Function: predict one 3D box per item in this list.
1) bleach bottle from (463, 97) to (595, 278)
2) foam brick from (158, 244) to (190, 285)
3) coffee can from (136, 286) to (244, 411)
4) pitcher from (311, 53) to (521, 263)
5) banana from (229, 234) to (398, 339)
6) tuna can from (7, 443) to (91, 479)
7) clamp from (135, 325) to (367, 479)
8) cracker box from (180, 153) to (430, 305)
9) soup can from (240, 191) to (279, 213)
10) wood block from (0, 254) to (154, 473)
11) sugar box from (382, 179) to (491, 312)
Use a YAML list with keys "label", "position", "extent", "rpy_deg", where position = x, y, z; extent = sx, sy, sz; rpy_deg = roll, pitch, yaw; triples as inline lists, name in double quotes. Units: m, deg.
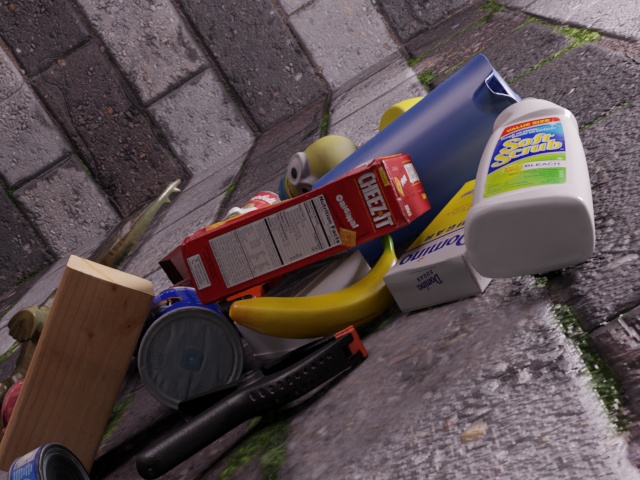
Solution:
- label: "bleach bottle"
  position: [0.177, -0.062, 0.923]
  extent: [0.103, 0.068, 0.250]
  rpy_deg: [-9, 28, 13]
- label: "foam brick"
  position: [-0.186, 0.045, 1.539]
  extent: [0.053, 0.078, 0.051]
  rpy_deg: [-41, 14, -26]
- label: "coffee can"
  position: [-0.137, 0.108, 1.093]
  extent: [0.102, 0.103, 0.140]
  rpy_deg: [-34, 11, -6]
- label: "pitcher"
  position: [0.118, -0.079, 1.171]
  extent: [0.243, 0.149, 0.145]
  rpy_deg: [-35, 26, 7]
- label: "banana"
  position: [0.010, 0.055, 0.975]
  extent: [0.197, 0.070, 0.037]
  rpy_deg: [-22, -35, -37]
- label: "tuna can"
  position: [-0.229, 0.219, 0.921]
  extent: [0.034, 0.086, 0.086]
  rpy_deg: [-29, 12, 11]
- label: "clamp"
  position: [-0.058, 0.133, 0.942]
  extent: [0.210, 0.036, 0.164]
  rpy_deg: [-29, 6, 2]
- label: "cracker box"
  position: [-0.011, -0.016, 1.041]
  extent: [0.214, 0.072, 0.164]
  rpy_deg: [-22, 2, 14]
- label: "soup can"
  position: [-0.099, -0.022, 1.612]
  extent: [0.069, 0.068, 0.102]
  rpy_deg: [-24, 15, 38]
- label: "wood block"
  position: [-0.243, 0.130, 1.058]
  extent: [0.091, 0.090, 0.206]
  rpy_deg: [-147, 77, -78]
- label: "sugar box"
  position: [0.139, -0.007, 0.974]
  extent: [0.094, 0.048, 0.176]
  rpy_deg: [-19, 17, 43]
